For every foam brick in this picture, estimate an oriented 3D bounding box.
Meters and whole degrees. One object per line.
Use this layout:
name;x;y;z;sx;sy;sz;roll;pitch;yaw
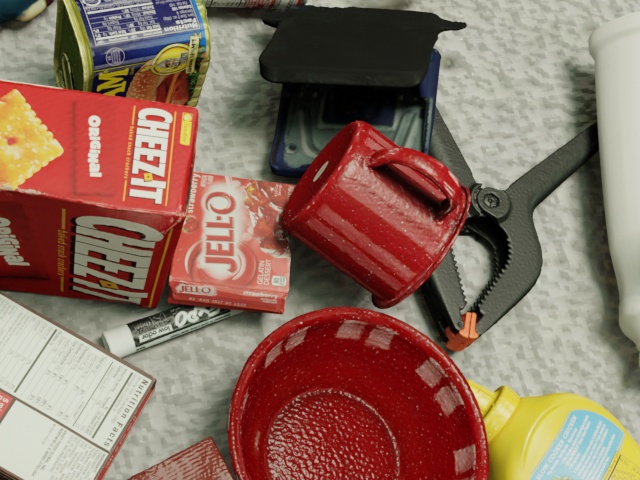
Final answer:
foam brick;-0.077;0.149;0.595;0.053;0.078;0.051;-24;78;-21

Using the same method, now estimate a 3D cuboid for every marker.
marker;-0.077;0.046;0.668;0.121;0.020;0.020;-19;75;-20

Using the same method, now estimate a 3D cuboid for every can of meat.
can of meat;-0.120;-0.116;0.678;0.083;0.102;0.057;-14;72;-21

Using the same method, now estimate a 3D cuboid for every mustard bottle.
mustard bottle;0.162;0.152;0.664;0.191;0.058;0.096;38;66;2

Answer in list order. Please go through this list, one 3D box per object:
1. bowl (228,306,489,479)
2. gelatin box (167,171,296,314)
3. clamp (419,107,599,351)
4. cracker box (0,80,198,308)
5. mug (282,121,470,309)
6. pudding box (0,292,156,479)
bowl;0.017;0.123;0.635;0.162;0.055;0.162;9;63;-17
gelatin box;-0.054;0.001;0.671;0.073;0.030;0.089;7;52;-4
clamp;0.120;-0.022;0.736;0.164;0.036;0.210;10;63;-9
cracker box;-0.185;-0.024;0.589;0.213;0.164;0.072;8;69;-11
mug;0.036;-0.022;0.641;0.081;0.117;0.093;36;61;-14
pudding box;-0.165;0.094;0.617;0.113;0.039;0.090;31;64;-3
